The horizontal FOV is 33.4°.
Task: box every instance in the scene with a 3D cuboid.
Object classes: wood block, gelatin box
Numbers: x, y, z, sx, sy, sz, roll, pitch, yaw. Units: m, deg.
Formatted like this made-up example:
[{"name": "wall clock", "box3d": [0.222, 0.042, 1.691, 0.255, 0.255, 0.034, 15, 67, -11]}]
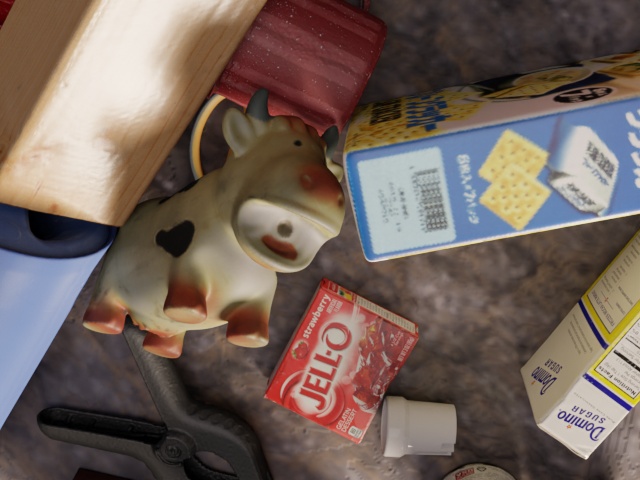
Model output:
[{"name": "wood block", "box3d": [-0.110, -0.117, 0.589, 0.090, 0.091, 0.206, 13, 125, -39]}, {"name": "gelatin box", "box3d": [0.013, 0.081, 0.712, 0.073, 0.030, 0.089, 27, 104, -3]}]

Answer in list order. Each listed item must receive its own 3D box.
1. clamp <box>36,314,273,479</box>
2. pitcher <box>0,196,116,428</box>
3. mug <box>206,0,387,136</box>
[{"name": "clamp", "box3d": [-0.108, 0.137, 0.732, 0.120, 0.039, 0.171, -37, 103, 27]}, {"name": "pitcher", "box3d": [-0.238, 0.060, 0.657, 0.149, 0.145, 0.243, 11, 121, -39]}, {"name": "mug", "box3d": [-0.008, -0.120, 0.640, 0.081, 0.093, 0.117, 25, 71, -7]}]
